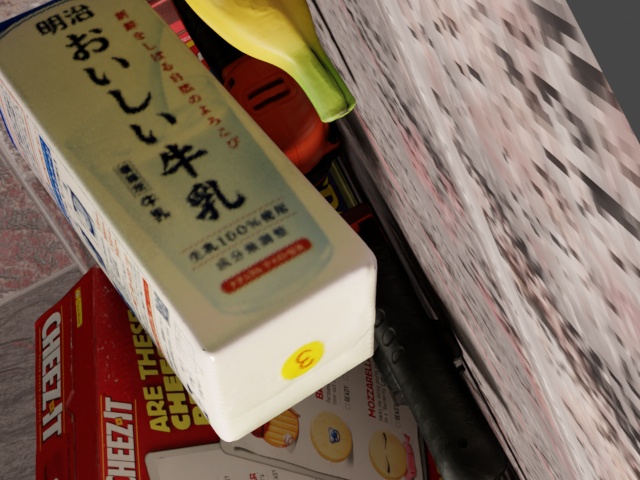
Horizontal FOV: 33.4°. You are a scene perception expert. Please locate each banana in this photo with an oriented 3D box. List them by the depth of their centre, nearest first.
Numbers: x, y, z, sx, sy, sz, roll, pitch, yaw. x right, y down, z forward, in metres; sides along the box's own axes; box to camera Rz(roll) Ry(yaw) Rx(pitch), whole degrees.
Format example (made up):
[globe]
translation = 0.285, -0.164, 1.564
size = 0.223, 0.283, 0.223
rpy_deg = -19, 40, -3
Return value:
[banana]
translation = -0.041, -0.108, 0.386
size = 0.198, 0.037, 0.069
rpy_deg = -117, 2, -53

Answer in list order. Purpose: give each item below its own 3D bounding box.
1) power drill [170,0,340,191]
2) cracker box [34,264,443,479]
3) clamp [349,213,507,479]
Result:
[power drill]
translation = -0.050, -0.110, 0.560
size = 0.188, 0.057, 0.184
rpy_deg = 60, 176, 7
[cracker box]
translation = -0.027, 0.117, 0.514
size = 0.213, 0.072, 0.164
rpy_deg = 15, -128, -36
[clamp]
translation = 0.048, 0.064, 0.474
size = 0.120, 0.039, 0.171
rpy_deg = 71, 177, -46
